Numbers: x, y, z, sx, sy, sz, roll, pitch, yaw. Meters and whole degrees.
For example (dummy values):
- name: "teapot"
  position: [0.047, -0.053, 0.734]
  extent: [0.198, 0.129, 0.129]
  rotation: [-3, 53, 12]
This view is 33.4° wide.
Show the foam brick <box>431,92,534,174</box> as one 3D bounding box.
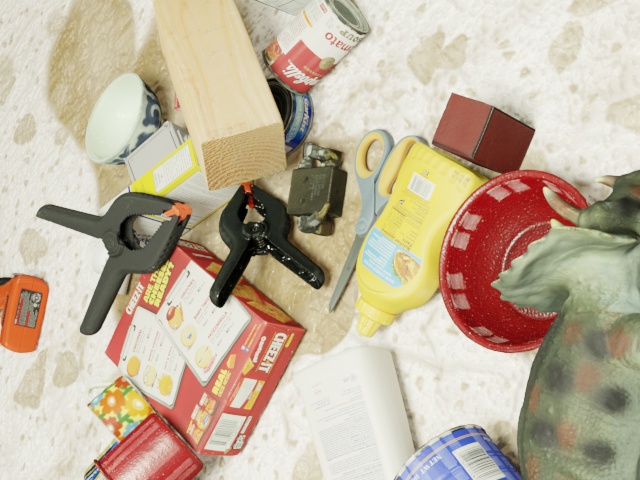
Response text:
- name: "foam brick"
  position: [0.151, -0.096, 0.985]
  extent: [0.053, 0.078, 0.051]
  rotation: [26, 96, 41]

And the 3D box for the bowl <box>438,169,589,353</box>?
- name: "bowl"
  position: [0.184, 0.022, 0.939]
  extent: [0.162, 0.055, 0.162]
  rotation: [-13, 71, 39]

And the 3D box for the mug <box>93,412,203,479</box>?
- name: "mug"
  position: [-0.176, 0.243, 1.137]
  extent: [0.081, 0.117, 0.093]
  rotation: [-43, 62, -12]

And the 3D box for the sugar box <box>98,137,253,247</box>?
- name: "sugar box"
  position: [-0.172, -0.051, 1.253]
  extent: [0.176, 0.093, 0.048]
  rotation: [-30, 60, 33]

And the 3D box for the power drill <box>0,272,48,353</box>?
- name: "power drill"
  position: [-0.465, 0.111, 1.499]
  extent: [0.188, 0.057, 0.184]
  rotation: [3, 81, 42]

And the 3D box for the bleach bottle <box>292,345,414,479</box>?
- name: "bleach bottle"
  position: [0.047, 0.232, 1.004]
  extent: [0.103, 0.067, 0.251]
  rotation: [-28, 64, 34]

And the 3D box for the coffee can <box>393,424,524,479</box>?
- name: "coffee can"
  position: [0.138, 0.239, 0.890]
  extent: [0.103, 0.102, 0.140]
  rotation: [-54, 50, 18]

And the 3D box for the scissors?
- name: "scissors"
  position: [0.040, -0.031, 1.110]
  extent: [0.202, 0.016, 0.096]
  rotation: [-56, 48, 16]

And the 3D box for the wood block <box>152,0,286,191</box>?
- name: "wood block"
  position: [-0.110, -0.169, 1.162]
  extent: [0.090, 0.091, 0.206]
  rotation: [-16, 60, -8]

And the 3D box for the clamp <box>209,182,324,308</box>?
- name: "clamp"
  position: [-0.058, 0.001, 1.152]
  extent: [0.039, 0.120, 0.171]
  rotation: [92, 177, -48]

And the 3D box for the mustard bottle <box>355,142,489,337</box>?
- name: "mustard bottle"
  position: [0.085, 0.008, 1.029]
  extent: [0.096, 0.058, 0.192]
  rotation: [38, 104, 45]

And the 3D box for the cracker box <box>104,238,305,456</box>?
- name: "cracker box"
  position: [-0.134, 0.113, 1.191]
  extent: [0.214, 0.072, 0.164]
  rotation: [36, 103, 42]

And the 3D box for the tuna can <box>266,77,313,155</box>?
- name: "tuna can"
  position: [-0.050, -0.140, 1.207]
  extent: [0.086, 0.033, 0.086]
  rotation: [-13, 71, 39]

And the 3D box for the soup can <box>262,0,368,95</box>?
- name: "soup can"
  position: [-0.005, -0.217, 1.164]
  extent: [0.102, 0.068, 0.068]
  rotation: [-41, 55, 26]

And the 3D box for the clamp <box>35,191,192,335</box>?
- name: "clamp"
  position: [-0.229, 0.013, 1.220]
  extent: [0.210, 0.036, 0.164]
  rotation: [-17, 89, 30]
